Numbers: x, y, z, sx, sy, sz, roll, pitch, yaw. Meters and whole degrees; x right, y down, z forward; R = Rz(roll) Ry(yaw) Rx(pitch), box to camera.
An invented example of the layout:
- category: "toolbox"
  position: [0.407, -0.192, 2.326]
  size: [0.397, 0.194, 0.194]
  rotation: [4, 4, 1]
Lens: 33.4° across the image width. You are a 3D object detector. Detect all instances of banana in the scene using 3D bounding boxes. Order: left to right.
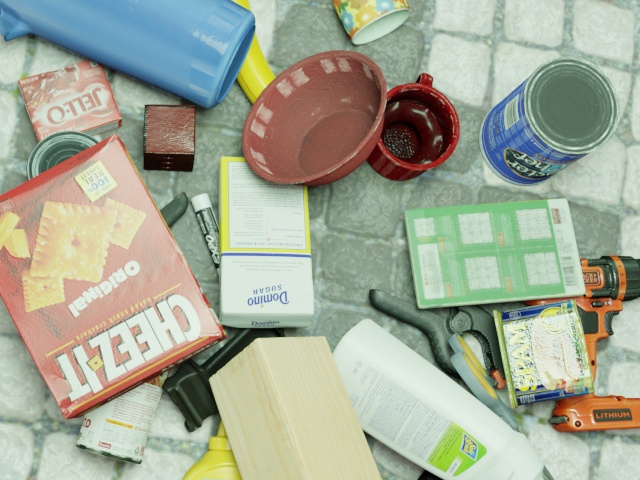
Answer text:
- category: "banana"
  position: [-0.060, -0.183, 1.146]
  size: [0.069, 0.037, 0.198]
  rotation: [-35, 89, -33]

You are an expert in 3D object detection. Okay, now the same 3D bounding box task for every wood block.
- category: "wood block"
  position: [-0.017, 0.201, 0.996]
  size: [0.090, 0.090, 0.206]
  rotation: [3, 55, -44]

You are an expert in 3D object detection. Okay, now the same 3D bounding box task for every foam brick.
- category: "foam brick"
  position: [-0.155, -0.104, 1.092]
  size: [0.053, 0.078, 0.051]
  rotation: [0, 80, -8]

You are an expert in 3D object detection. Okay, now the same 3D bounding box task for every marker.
- category: "marker"
  position: [-0.106, 0.010, 1.110]
  size: [0.020, 0.020, 0.121]
  rotation: [-19, 84, -13]

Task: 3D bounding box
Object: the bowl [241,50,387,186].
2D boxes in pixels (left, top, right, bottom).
- category: "bowl"
  position: [0.003, -0.111, 1.072]
  size: [0.162, 0.055, 0.162]
  rotation: [-16, 52, 22]

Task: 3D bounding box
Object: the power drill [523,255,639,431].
- category: "power drill"
  position: [0.308, 0.109, 1.145]
  size: [0.184, 0.057, 0.187]
  rotation: [-3, 78, -6]

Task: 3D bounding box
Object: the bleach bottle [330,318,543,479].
- category: "bleach bottle"
  position: [0.116, 0.187, 1.039]
  size: [0.251, 0.103, 0.068]
  rotation: [36, 35, 16]

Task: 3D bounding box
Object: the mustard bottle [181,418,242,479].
- category: "mustard bottle"
  position: [-0.094, 0.270, 1.045]
  size: [0.096, 0.058, 0.191]
  rotation: [4, 80, -8]

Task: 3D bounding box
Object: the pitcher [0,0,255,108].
- category: "pitcher"
  position: [-0.188, -0.240, 1.072]
  size: [0.243, 0.149, 0.145]
  rotation: [26, 34, -1]

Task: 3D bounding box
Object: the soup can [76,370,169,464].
- category: "soup can"
  position: [-0.192, 0.161, 1.043]
  size: [0.068, 0.068, 0.102]
  rotation: [17, 78, -7]

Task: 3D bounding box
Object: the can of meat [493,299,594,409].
- category: "can of meat"
  position: [0.226, 0.114, 1.084]
  size: [0.084, 0.057, 0.102]
  rotation: [-11, 80, 10]

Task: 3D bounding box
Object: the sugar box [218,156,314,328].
- category: "sugar box"
  position: [-0.057, 0.001, 1.085]
  size: [0.093, 0.048, 0.176]
  rotation: [2, 66, -8]

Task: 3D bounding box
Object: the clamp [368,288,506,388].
- category: "clamp"
  position: [0.146, 0.078, 1.132]
  size: [0.120, 0.039, 0.171]
  rotation: [-44, 95, -9]

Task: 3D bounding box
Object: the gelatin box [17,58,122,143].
- category: "gelatin box"
  position: [-0.258, -0.142, 1.105]
  size: [0.089, 0.030, 0.073]
  rotation: [-19, 84, -12]

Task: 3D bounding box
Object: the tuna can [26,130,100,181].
- category: "tuna can"
  position: [-0.249, -0.065, 1.063]
  size: [0.086, 0.034, 0.086]
  rotation: [3, 72, -10]

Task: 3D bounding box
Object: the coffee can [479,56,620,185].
- category: "coffee can"
  position: [0.239, -0.123, 1.130]
  size: [0.102, 0.140, 0.103]
  rotation: [2, 80, -10]

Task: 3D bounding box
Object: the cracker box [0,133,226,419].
- category: "cracker box"
  position: [-0.208, 0.034, 0.989]
  size: [0.164, 0.072, 0.214]
  rotation: [-28, 85, -4]

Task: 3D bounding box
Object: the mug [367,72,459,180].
- category: "mug"
  position: [0.095, -0.122, 1.136]
  size: [0.093, 0.081, 0.117]
  rotation: [15, 78, -7]

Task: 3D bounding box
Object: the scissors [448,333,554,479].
- category: "scissors"
  position: [0.183, 0.168, 1.096]
  size: [0.016, 0.096, 0.201]
  rotation: [-33, 125, 11]
